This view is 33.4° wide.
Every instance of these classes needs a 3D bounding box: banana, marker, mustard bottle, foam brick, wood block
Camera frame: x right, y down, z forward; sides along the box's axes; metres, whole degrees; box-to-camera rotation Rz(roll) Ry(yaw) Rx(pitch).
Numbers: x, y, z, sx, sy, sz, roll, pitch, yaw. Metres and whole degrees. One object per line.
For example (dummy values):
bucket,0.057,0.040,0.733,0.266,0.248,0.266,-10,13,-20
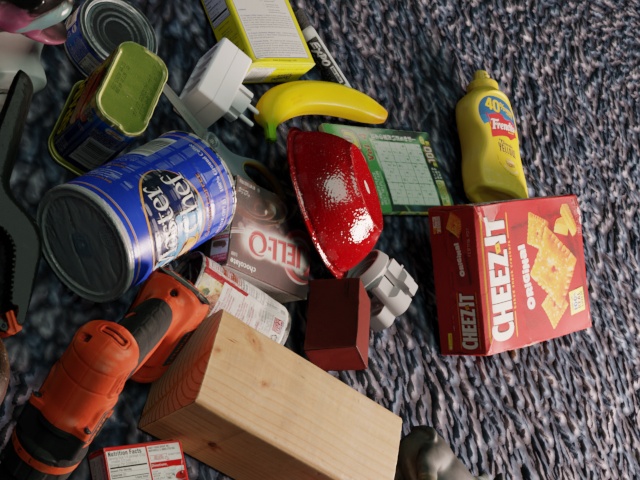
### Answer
banana,-0.008,-0.143,1.155,0.197,0.037,0.069,-18,77,-45
marker,0.000,-0.214,1.218,0.020,0.020,0.121,-32,91,-48
mustard bottle,0.211,-0.132,1.341,0.096,0.058,0.191,21,54,-38
foam brick,0.017,0.081,1.028,0.051,0.053,0.078,67,24,-54
wood block,-0.038,0.158,0.919,0.205,0.091,0.090,34,48,-25

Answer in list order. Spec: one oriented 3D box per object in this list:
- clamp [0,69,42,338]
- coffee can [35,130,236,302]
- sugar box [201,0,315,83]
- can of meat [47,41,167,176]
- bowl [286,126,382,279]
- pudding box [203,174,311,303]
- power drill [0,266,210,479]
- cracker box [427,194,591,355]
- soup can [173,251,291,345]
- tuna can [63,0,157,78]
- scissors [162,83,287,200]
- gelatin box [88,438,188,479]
clamp,-0.282,-0.024,0.822,0.164,0.036,0.210,-11,85,-30
coffee can,-0.154,-0.023,0.904,0.103,0.103,0.140,57,42,-2
sugar box,-0.080,-0.256,1.148,0.093,0.048,0.176,-9,70,-45
can of meat,-0.186,-0.116,0.941,0.057,0.084,0.102,34,48,-24
bowl,0.021,-0.045,1.062,0.162,0.055,0.162,-18,90,-77
pudding box,-0.057,0.001,1.009,0.113,0.039,0.090,25,60,-42
power drill,-0.163,0.109,0.801,0.057,0.185,0.187,37,25,0
cracker box,0.220,0.035,1.213,0.213,0.072,0.164,-7,92,-46
soup can,-0.085,0.064,0.945,0.102,0.069,0.068,35,48,-25
tuna can,-0.198,-0.189,1.008,0.086,0.034,0.086,22,54,-33
scissors,-0.107,-0.074,1.023,0.201,0.016,0.096,39,51,-31
gelatin box,-0.139,0.205,0.843,0.073,0.030,0.089,1,67,-41
